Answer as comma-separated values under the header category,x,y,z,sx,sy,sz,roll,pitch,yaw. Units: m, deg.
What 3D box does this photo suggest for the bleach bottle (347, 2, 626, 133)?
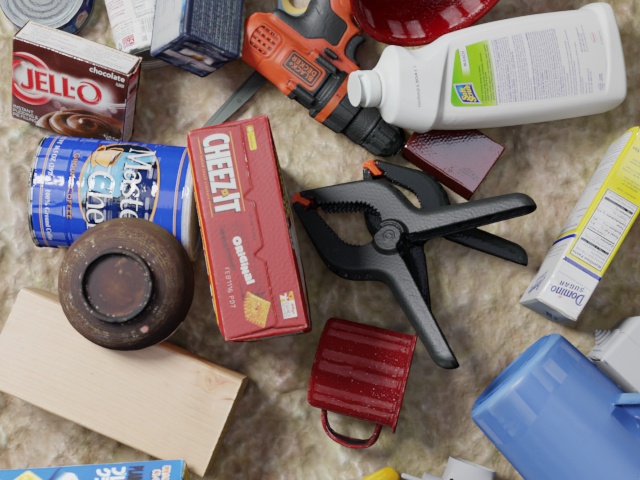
category,x,y,z,sx,sy,sz,roll,pitch,yaw
bleach bottle,0.143,-0.150,0.934,0.250,0.068,0.102,-7,85,-20

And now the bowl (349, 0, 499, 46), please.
category,x,y,z,sx,sy,sz,roll,pitch,yaw
bowl,0.090,-0.242,0.895,0.162,0.162,0.055,-24,55,-2

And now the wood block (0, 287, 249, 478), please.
category,x,y,z,sx,sy,sz,roll,pitch,yaw
wood block,-0.176,0.122,0.941,0.206,0.090,0.091,22,85,2

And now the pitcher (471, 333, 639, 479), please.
category,x,y,z,sx,sy,sz,roll,pitch,yaw
pitcher,0.254,0.192,0.905,0.149,0.145,0.243,-43,83,-5

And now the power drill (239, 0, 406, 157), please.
category,x,y,z,sx,sy,sz,roll,pitch,yaw
power drill,0.040,-0.192,0.972,0.184,0.057,0.187,36,86,-10

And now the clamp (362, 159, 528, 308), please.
category,x,y,z,sx,sy,sz,roll,pitch,yaw
clamp,0.105,-0.010,0.974,0.120,0.039,0.171,-29,85,-2

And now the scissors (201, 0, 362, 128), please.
category,x,y,z,sx,sy,sz,roll,pitch,yaw
scissors,-0.049,-0.186,1.004,0.201,0.016,0.096,-30,87,-3

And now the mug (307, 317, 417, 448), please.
category,x,y,z,sx,sy,sz,roll,pitch,yaw
mug,0.034,0.126,0.942,0.081,0.093,0.117,13,102,7

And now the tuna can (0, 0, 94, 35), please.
category,x,y,z,sx,sy,sz,roll,pitch,yaw
tuna can,-0.258,-0.232,1.004,0.086,0.034,0.086,0,84,1

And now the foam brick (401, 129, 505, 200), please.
category,x,y,z,sx,sy,sz,roll,pitch,yaw
foam brick,0.120,-0.081,0.975,0.078,0.051,0.053,35,87,4

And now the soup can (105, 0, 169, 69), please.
category,x,y,z,sx,sy,sz,roll,pitch,yaw
soup can,-0.162,-0.217,0.984,0.068,0.068,0.102,-14,85,-1

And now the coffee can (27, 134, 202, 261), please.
category,x,y,z,sx,sy,sz,roll,pitch,yaw
coffee can,-0.177,-0.038,0.950,0.140,0.103,0.103,5,85,2

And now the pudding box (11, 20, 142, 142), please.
category,x,y,z,sx,sy,sz,roll,pitch,yaw
pudding box,-0.222,-0.139,0.967,0.113,0.090,0.039,17,44,1

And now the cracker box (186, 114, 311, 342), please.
category,x,y,z,sx,sy,sz,roll,pitch,yaw
cracker box,-0.056,0.001,0.888,0.072,0.213,0.164,-11,84,-1

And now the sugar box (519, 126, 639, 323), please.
category,x,y,z,sx,sy,sz,roll,pitch,yaw
sugar box,0.244,-0.011,0.946,0.048,0.093,0.176,29,86,3

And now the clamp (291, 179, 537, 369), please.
category,x,y,z,sx,sy,sz,roll,pitch,yaw
clamp,0.073,-0.005,0.933,0.210,0.036,0.164,31,80,25
